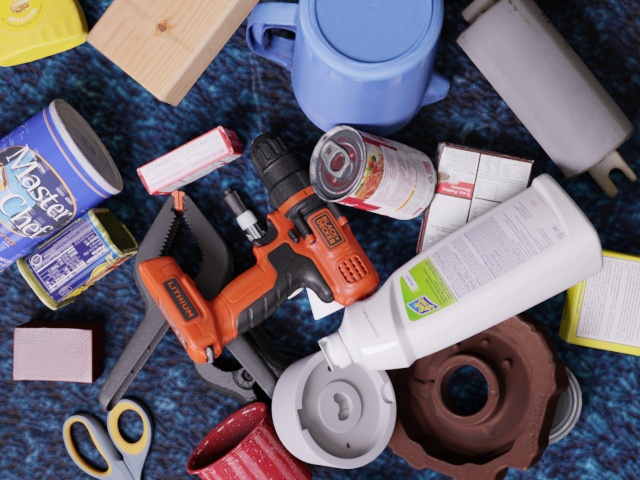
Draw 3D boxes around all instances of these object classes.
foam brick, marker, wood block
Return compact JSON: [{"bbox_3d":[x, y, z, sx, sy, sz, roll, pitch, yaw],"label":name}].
[{"bbox_3d":[-0.251,0.106,1.027,0.078,0.051,0.053,2,93,3],"label":"foam brick"},{"bbox_3d":[-0.057,0.001,1.025,0.020,0.020,0.121,-34,91,5],"label":"marker"},{"bbox_3d":[-0.110,-0.234,0.978,0.091,0.090,0.206,39,95,-1],"label":"wood block"}]

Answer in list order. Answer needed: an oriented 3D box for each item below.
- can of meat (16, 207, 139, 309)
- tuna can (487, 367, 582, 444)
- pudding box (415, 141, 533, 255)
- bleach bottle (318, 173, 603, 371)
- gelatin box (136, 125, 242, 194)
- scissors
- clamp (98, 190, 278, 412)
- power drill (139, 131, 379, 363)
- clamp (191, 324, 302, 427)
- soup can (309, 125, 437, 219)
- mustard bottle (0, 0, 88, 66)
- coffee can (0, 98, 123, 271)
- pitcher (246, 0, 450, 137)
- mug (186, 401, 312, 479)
[{"bbox_3d":[-0.223,0.014,0.995,0.084,0.102,0.057,-36,92,2],"label":"can of meat"},{"bbox_3d":[0.202,0.149,1.011,0.086,0.033,0.086,0,94,3],"label":"tuna can"},{"bbox_3d":[0.144,-0.030,1.002,0.090,0.039,0.113,11,97,0],"label":"pudding box"},{"bbox_3d":[0.113,0.039,0.931,0.251,0.103,0.068,-27,134,-2],"label":"bleach bottle"},{"bbox_3d":[-0.120,-0.075,0.996,0.089,0.073,0.030,-27,91,5],"label":"gelatin box"},{"bbox_3d":[-0.169,0.239,1.048,0.096,0.016,0.202,-42,91,5],"label":"scissors"},{"bbox_3d":[-0.136,0.059,0.994,0.164,0.036,0.210,-11,75,-1],"label":"clamp"},{"bbox_3d":[-0.065,0.009,0.963,0.187,0.057,0.184,-30,74,-12],"label":"power drill"},{"bbox_3d":[-0.055,0.121,1.022,0.120,0.039,0.171,-42,94,4],"label":"clamp"},{"bbox_3d":[0.049,-0.060,0.965,0.069,0.102,0.068,-12,72,43],"label":"soup can"},{"bbox_3d":[-0.290,-0.268,1.002,0.096,0.058,0.191,-17,92,4],"label":"mustard bottle"},{"bbox_3d":[-0.271,-0.051,0.992,0.140,0.103,0.103,-33,91,5],"label":"coffee can"},{"bbox_3d":[0.027,-0.167,0.897,0.149,0.243,0.145,-30,87,-1],"label":"pitcher"},{"bbox_3d":[-0.053,0.201,0.982,0.117,0.093,0.081,-43,103,-23],"label":"mug"}]
